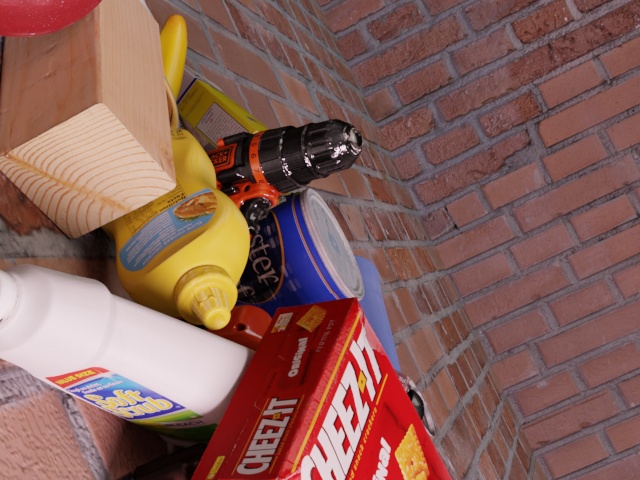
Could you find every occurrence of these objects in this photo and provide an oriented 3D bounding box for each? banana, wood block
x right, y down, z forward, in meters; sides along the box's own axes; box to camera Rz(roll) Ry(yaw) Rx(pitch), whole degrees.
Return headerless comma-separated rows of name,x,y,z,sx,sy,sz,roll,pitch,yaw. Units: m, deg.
banana,-0.149,-0.120,0.929,0.197,0.037,0.070,-73,176,-47
wood block,-0.174,-0.114,0.788,0.090,0.090,0.206,53,17,-43

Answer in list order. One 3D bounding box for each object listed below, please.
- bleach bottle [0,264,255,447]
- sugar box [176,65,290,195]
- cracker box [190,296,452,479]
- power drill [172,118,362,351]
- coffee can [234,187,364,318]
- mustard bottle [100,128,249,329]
bleach bottle,-0.124,0.069,0.639,0.250,0.103,0.068,36,55,-54
sugar box,-0.094,-0.117,1.064,0.093,0.048,0.176,30,12,-50
cracker box,0.019,0.169,0.685,0.213,0.072,0.164,62,32,-27
power drill,-0.055,0.001,0.806,0.057,0.185,0.187,39,49,-42
coffee can,-0.048,0.032,0.897,0.102,0.140,0.103,59,13,-22
mustard bottle,-0.101,-0.001,0.752,0.058,0.096,0.192,56,0,-40
